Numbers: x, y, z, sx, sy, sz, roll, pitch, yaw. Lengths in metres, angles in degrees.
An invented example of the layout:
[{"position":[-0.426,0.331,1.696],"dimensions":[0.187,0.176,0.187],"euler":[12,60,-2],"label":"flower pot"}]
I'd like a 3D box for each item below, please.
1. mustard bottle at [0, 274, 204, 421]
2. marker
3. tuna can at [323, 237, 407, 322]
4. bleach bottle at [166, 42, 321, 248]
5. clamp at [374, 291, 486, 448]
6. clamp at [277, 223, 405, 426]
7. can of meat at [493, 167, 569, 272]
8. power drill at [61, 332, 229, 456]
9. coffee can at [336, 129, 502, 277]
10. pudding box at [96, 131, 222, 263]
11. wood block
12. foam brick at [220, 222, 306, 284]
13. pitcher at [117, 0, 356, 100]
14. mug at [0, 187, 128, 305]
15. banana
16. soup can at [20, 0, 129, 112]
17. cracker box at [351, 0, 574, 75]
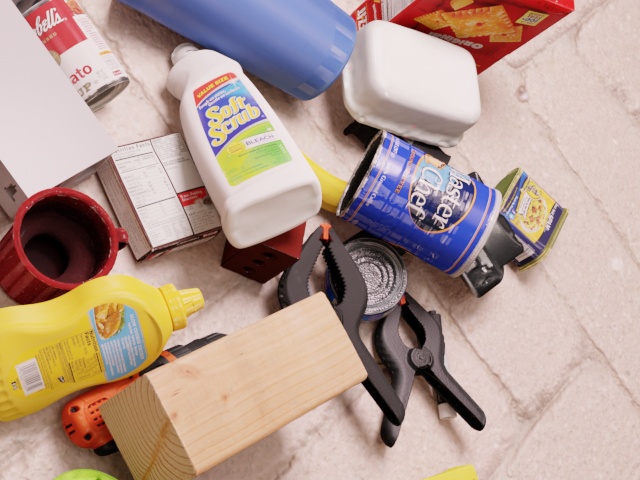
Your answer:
[{"position":[-0.189,0.079,0.895],"dimensions":[0.191,0.096,0.058],"euler":[-19,36,-17],"label":"mustard bottle"},{"position":[0.131,0.135,1.171],"dimensions":[0.020,0.020,0.121],"euler":[6,66,-32],"label":"marker"},{"position":[0.048,0.041,1.125],"dimensions":[0.086,0.034,0.086],"euler":[2,74,-6],"label":"tuna can"},{"position":[-0.095,-0.109,1.052],"dimensions":[0.102,0.068,0.251],"euler":[-23,53,-14],"label":"bleach bottle"},{"position":[0.094,0.137,1.130],"dimensions":[0.120,0.039,0.171],"euler":[-12,67,-31],"label":"clamp"},{"position":[0.013,0.088,1.066],"dimensions":[0.164,0.036,0.210],"euler":[12,68,-16],"label":"clamp"},{"position":[0.243,-0.027,1.297],"dimensions":[0.084,0.058,0.102],"euler":[42,52,-9],"label":"can of meat"},{"position":[-0.116,0.189,0.955],"dimensions":[0.184,0.057,0.188],"euler":[-25,82,-36],"label":"power drill"},{"position":[0.102,-0.038,1.107],"dimensions":[0.140,0.103,0.102],"euler":[27,56,-7],"label":"coffee can"},{"position":[-0.158,-0.044,1.041],"dimensions":[0.089,0.039,0.113],"euler":[-19,79,-39],"label":"pudding box"},{"position":[-0.070,0.130,0.919],"dimensions":[0.205,0.091,0.090],"euler":[-23,82,-43],"label":"wood block"},{"position":[-0.057,0.001,1.065],"dimensions":[0.053,0.078,0.051],"euler":[23,59,-22],"label":"foam brick"},{"position":[-0.085,-0.257,1.139],"dimensions":[0.242,0.145,0.149],"euler":[30,68,-25],"label":"pitcher"},{"position":[-0.226,0.009,0.942],"dimensions":[0.117,0.082,0.093],"euler":[-14,78,-38],"label":"mug"},{"position":[-0.016,-0.080,1.159],"dimensions":[0.197,0.037,0.069],"euler":[33,35,-20],"label":"banana"},{"position":[-0.239,-0.177,1.025],"dimensions":[0.068,0.069,0.102],"euler":[-36,92,-39],"label":"soup can"},{"position":[0.161,-0.266,1.245],"dimensions":[0.164,0.214,0.072],"euler":[13,65,-30],"label":"cracker box"}]
